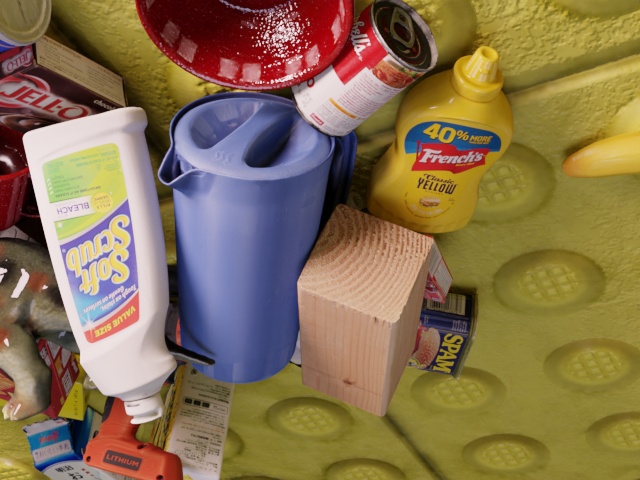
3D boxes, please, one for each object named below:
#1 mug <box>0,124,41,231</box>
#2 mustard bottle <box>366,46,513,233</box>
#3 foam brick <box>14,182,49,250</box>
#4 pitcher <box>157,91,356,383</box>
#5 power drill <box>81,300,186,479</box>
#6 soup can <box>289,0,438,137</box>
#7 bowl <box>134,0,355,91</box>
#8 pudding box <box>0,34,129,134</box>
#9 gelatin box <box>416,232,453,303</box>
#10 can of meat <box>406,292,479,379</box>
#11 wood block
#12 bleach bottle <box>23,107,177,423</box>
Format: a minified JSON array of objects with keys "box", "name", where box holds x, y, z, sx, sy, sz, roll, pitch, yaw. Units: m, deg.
[{"box":[-0.284,-0.056,0.940,0.117,0.093,0.082,22,135,-4],"name":"mug"},{"box":[0.107,-0.085,0.888,0.096,0.058,0.192,11,140,-8],"name":"mustard bottle"},{"box":[-0.240,-0.034,1.002,0.078,0.053,0.051,-22,133,32],"name":"foam brick"},{"box":[-0.056,0.001,0.926,0.149,0.145,0.243,9,128,2],"name":"pitcher"},{"box":[-0.160,0.154,1.104,0.185,0.187,0.057,8,168,23],"name":"power drill"},{"box":[0.032,-0.134,0.832,0.068,0.068,0.102,30,136,-26],"name":"soup can"},{"box":[-0.053,-0.187,0.787,0.162,0.055,0.162,4,141,3],"name":"bowl"},{"box":[-0.227,-0.123,0.873,0.090,0.039,0.113,-17,161,27],"name":"pudding box"},{"box":[0.077,0.021,0.988,0.073,0.030,0.089,13,157,27],"name":"gelatin box"},{"box":[0.112,0.093,1.106,0.084,0.057,0.102,10,140,0],"name":"can of meat"},{"box":[0.037,0.069,0.966,0.091,0.090,0.206,21,152,12],"name":"wood block"},{"box":[-0.164,0.024,0.875,0.102,0.068,0.251,-13,95,6],"name":"bleach bottle"}]
